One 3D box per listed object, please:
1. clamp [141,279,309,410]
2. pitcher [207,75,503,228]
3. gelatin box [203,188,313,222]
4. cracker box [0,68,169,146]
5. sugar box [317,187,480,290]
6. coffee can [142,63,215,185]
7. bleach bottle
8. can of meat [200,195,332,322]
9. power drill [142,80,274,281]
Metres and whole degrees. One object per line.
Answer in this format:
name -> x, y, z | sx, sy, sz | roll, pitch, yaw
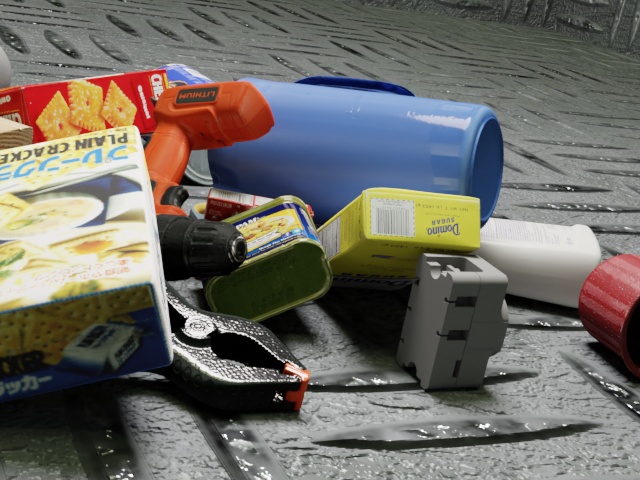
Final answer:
clamp -> -0.088, 0.064, 0.721 | 0.171, 0.039, 0.120 | 18, 39, -1
pitcher -> 0.036, -0.080, 0.948 | 0.243, 0.149, 0.144 | 7, 1, 25
gelatin box -> -0.056, 0.001, 0.893 | 0.089, 0.073, 0.030 | 10, 19, -5
cracker box -> -0.270, -0.115, 1.046 | 0.164, 0.072, 0.213 | -6, 9, 29
sugar box -> 0.051, 0.004, 0.860 | 0.093, 0.048, 0.176 | 5, -17, -15
coffee can -> -0.141, -0.131, 1.188 | 0.102, 0.103, 0.140 | 0, 21, -30
bleach bottle -> 0.129, 0.006, 1.005 | 0.251, 0.068, 0.102 | 9, 16, 3
can of meat -> -0.046, 0.017, 0.832 | 0.102, 0.057, 0.084 | -22, 26, -2
power drill -> -0.107, -0.045, 0.840 | 0.185, 0.057, 0.187 | 2, 48, 32
